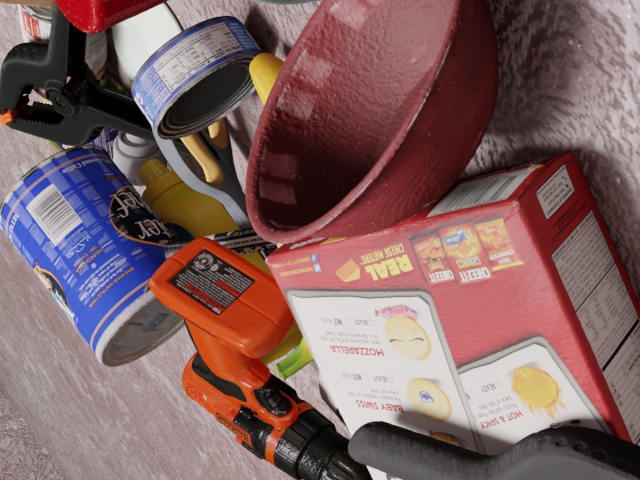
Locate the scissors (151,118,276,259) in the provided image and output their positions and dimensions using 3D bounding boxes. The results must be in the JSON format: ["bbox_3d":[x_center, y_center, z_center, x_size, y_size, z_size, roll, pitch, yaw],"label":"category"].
[{"bbox_3d":[-0.059,-0.039,0.786,0.201,0.016,0.096,48,-148,-44],"label":"scissors"}]

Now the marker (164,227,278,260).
[{"bbox_3d":[-0.055,0.001,0.750,0.121,0.020,0.020,-10,117,21],"label":"marker"}]

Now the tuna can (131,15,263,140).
[{"bbox_3d":[-0.076,-0.103,0.675,0.034,0.086,0.086,55,156,9],"label":"tuna can"}]

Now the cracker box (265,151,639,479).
[{"bbox_3d":[0.089,0.074,0.544,0.165,0.072,0.213,-14,108,44],"label":"cracker box"}]

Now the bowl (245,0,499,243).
[{"bbox_3d":[0.031,-0.062,0.491,0.055,0.162,0.162,27,168,-25],"label":"bowl"}]

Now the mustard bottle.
[{"bbox_3d":[-0.087,0.013,0.866,0.192,0.058,0.096,54,158,10],"label":"mustard bottle"}]

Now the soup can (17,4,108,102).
[{"bbox_3d":[-0.209,-0.169,0.871,0.068,0.068,0.102,49,154,20],"label":"soup can"}]

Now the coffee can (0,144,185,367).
[{"bbox_3d":[-0.165,0.011,0.819,0.140,0.102,0.103,49,155,16],"label":"coffee can"}]

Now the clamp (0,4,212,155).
[{"bbox_3d":[-0.183,-0.112,0.828,0.210,0.036,0.164,-16,121,49],"label":"clamp"}]

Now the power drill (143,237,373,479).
[{"bbox_3d":[-0.041,0.096,0.746,0.185,0.057,0.187,28,149,30],"label":"power drill"}]

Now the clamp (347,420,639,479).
[{"bbox_3d":[0.099,0.136,0.495,0.172,0.039,0.120,-9,114,41],"label":"clamp"}]
